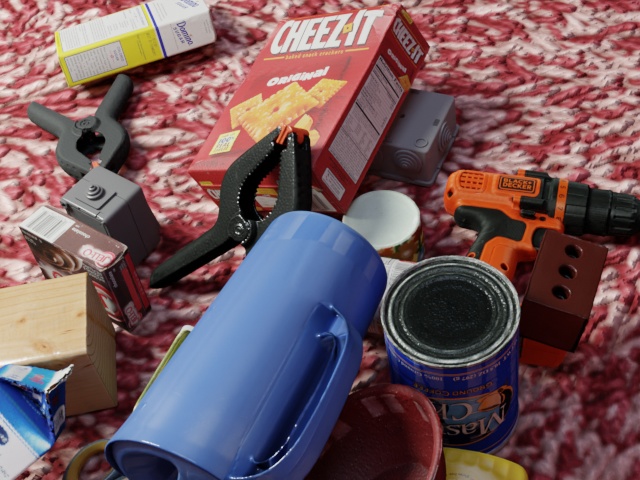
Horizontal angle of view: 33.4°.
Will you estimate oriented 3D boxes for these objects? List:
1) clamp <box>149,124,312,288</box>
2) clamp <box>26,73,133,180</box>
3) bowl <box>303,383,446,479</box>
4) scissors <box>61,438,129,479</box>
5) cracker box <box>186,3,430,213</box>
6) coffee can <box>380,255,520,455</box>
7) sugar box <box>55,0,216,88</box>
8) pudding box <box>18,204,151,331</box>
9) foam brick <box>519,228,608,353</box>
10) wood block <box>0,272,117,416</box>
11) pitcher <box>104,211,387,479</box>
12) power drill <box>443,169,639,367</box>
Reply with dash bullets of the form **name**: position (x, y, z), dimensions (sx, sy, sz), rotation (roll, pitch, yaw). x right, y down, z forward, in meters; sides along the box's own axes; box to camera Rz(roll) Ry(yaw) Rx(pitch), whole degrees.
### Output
- **clamp**: position (-0.056, 0.001, 0.938), dimensions (0.165, 0.036, 0.210), rotation (40, 110, 28)
- **clamp**: position (-0.257, -0.114, 1.143), dimensions (0.120, 0.039, 0.171), rotation (-17, 42, 4)
- **bowl**: position (0.034, 0.184, 0.768), dimensions (0.162, 0.055, 0.162), rotation (-32, 30, 21)
- **scissors**: position (-0.225, 0.226, 0.861), dimensions (0.201, 0.016, 0.096), rotation (-22, 48, -9)
- **cracker box**: position (-0.011, -0.129, 1.042), dimensions (0.164, 0.072, 0.213), rotation (3, 55, 41)
- **coffee can**: position (0.103, 0.095, 0.830), dimensions (0.103, 0.140, 0.103), rotation (-5, 49, 6)
- **sugar box**: position (-0.212, -0.233, 1.220), dimensions (0.176, 0.048, 0.093), rotation (-16, 32, -7)
- **pudding box**: position (-0.215, 0.025, 0.982), dimensions (0.114, 0.090, 0.039), rotation (27, 57, 29)
- **foam brick**: position (0.191, 0.040, 0.849), dimensions (0.053, 0.051, 0.078), rotation (17, 53, 11)
- **wood block**: position (-0.290, 0.105, 0.926), dimensions (0.206, 0.091, 0.090), rotation (-11, 49, 1)
- **pitcher**: position (-0.036, 0.095, 0.794), dimensions (0.149, 0.145, 0.242), rotation (21, 57, 15)
- **power drill**: position (0.189, 0.019, 0.938), dimensions (0.184, 0.057, 0.187), rotation (7, 50, 14)
